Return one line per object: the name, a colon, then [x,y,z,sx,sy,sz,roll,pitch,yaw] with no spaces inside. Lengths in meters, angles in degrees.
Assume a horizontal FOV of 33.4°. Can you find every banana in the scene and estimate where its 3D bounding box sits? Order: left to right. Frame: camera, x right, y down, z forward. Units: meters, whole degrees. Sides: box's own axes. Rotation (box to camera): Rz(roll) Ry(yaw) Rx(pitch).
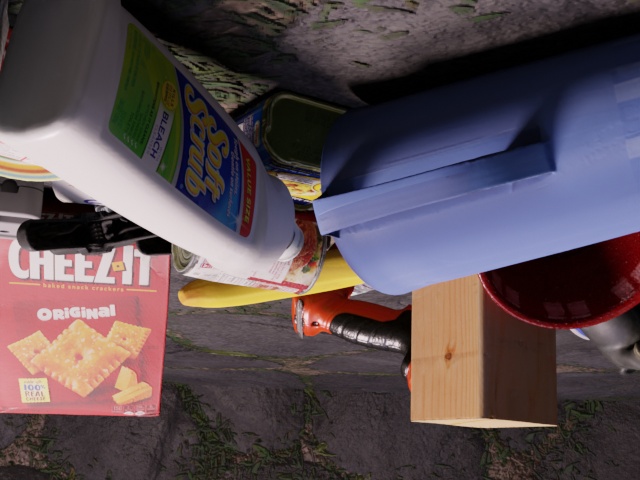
banana: [-0.027,0.031,0.964,0.198,0.037,0.069,-10,171,6]

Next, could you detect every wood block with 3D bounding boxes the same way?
wood block: [0.138,0.051,0.906,0.090,0.206,0.091,11,164,-34]

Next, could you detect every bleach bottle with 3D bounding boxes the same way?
bleach bottle: [-0.083,-0.051,0.653,0.068,0.102,0.250,-3,158,30]

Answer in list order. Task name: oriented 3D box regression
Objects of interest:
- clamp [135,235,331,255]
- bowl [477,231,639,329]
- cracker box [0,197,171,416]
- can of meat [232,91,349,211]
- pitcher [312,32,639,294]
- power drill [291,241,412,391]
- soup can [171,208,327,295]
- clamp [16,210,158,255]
clamp: [-0.060,-0.002,0.994,0.165,0.036,0.209,-2,179,20]
bowl: [0.194,-0.013,0.836,0.162,0.162,0.055,3,-156,-4]
cracker box: [-0.231,0.070,1.046,0.164,0.214,0.072,4,-151,-9]
can of meat: [-0.021,-0.063,0.769,0.101,0.057,0.084,11,162,-33]
pitcher: [0.122,-0.046,0.660,0.243,0.149,0.145,-14,135,40]
power drill: [0.081,0.062,1.025,0.188,0.184,0.057,19,133,24]
soup can: [-0.055,0.001,0.818,0.102,0.068,0.069,11,164,-26]
clamp: [-0.179,-0.007,0.888,0.120,0.039,0.171,-2,180,-6]
